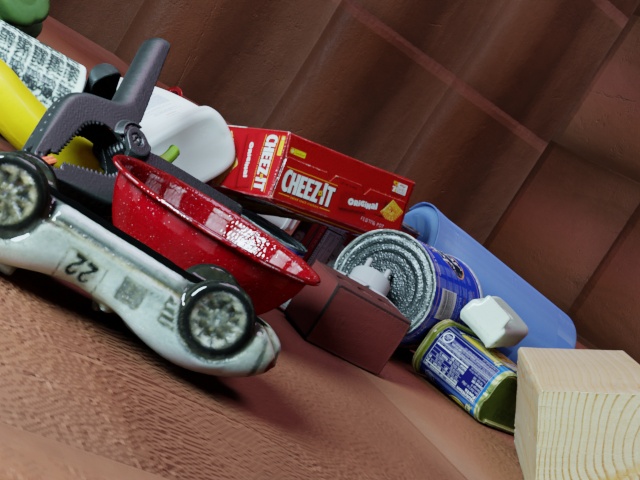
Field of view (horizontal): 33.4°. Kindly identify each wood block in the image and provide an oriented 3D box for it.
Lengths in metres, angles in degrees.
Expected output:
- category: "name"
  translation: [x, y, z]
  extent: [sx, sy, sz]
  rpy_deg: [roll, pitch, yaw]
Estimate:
- category: "wood block"
  translation: [0.197, 0.138, 0.793]
  extent: [0.091, 0.090, 0.206]
  rpy_deg: [2, 3, 6]

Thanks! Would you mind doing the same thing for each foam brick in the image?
- category: "foam brick"
  translation: [0.021, 0.061, 0.837]
  extent: [0.078, 0.051, 0.053]
  rpy_deg: [29, 7, -30]

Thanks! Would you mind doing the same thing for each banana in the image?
- category: "banana"
  translation: [-0.193, -0.078, 0.812]
  extent: [0.197, 0.037, 0.069]
  rpy_deg: [29, 50, -40]

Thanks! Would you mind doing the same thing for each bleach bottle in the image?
- category: "bleach bottle"
  translation: [-0.179, -0.118, 1.053]
  extent: [0.251, 0.102, 0.068]
  rpy_deg: [39, -26, 55]

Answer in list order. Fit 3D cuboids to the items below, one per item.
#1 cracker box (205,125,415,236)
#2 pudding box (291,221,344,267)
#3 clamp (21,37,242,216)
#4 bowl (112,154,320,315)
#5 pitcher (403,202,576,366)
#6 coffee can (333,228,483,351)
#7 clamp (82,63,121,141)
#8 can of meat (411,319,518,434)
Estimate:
- category: "cracker box"
  translation: [-0.040, -0.060, 1.062]
  extent: [0.163, 0.072, 0.214]
  rpy_deg: [17, -2, -38]
- category: "pudding box"
  translation: [0.013, -0.007, 1.200]
  extent: [0.039, 0.090, 0.113]
  rpy_deg: [37, 6, 26]
- category: "clamp"
  translation: [-0.142, -0.062, 0.802]
  extent: [0.164, 0.036, 0.209]
  rpy_deg: [62, 32, -6]
- category: "bowl"
  translation: [-0.081, 0.007, 0.717]
  extent: [0.162, 0.055, 0.162]
  rpy_deg: [32, 5, -4]
- category: "pitcher"
  translation: [0.167, 0.081, 1.186]
  extent: [0.242, 0.149, 0.145]
  rpy_deg: [34, -10, -22]
- category: "coffee can"
  translation: [0.084, 0.052, 1.004]
  extent: [0.103, 0.103, 0.140]
  rpy_deg: [35, 6, 27]
- category: "clamp"
  translation: [-0.193, -0.091, 0.930]
  extent: [0.039, 0.120, 0.172]
  rpy_deg: [-15, 12, -23]
- category: "can of meat"
  translation: [0.145, 0.124, 0.953]
  extent: [0.102, 0.057, 0.084]
  rpy_deg: [26, 10, -48]
